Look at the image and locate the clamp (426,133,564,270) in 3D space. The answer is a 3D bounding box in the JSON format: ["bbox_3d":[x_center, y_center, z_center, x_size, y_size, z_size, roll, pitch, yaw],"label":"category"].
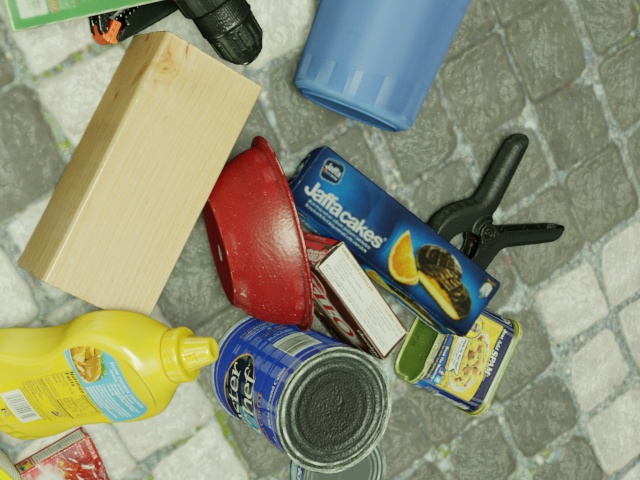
[{"bbox_3d":[0.152,-0.022,1.014,0.171,0.039,0.120,-28,108,-20],"label":"clamp"}]

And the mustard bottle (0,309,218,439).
[{"bbox_3d":[-0.165,0.097,0.797,0.192,0.058,0.096,-12,124,20],"label":"mustard bottle"}]

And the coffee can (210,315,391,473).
[{"bbox_3d":[-0.019,0.123,0.892,0.102,0.140,0.103,-5,100,-27],"label":"coffee can"}]

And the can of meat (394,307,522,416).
[{"bbox_3d":[0.129,0.104,1.013,0.083,0.058,0.102,28,84,-25],"label":"can of meat"}]

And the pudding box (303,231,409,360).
[{"bbox_3d":[0.015,0.046,0.927,0.039,0.090,0.113,-45,115,-15],"label":"pudding box"}]

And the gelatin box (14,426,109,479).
[{"bbox_3d":[-0.206,0.210,0.874,0.073,0.030,0.089,-28,109,-20],"label":"gelatin box"}]

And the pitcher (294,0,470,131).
[{"bbox_3d":[0.075,-0.218,0.904,0.149,0.145,0.243,21,92,-14],"label":"pitcher"}]

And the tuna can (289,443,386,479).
[{"bbox_3d":[0.016,0.211,0.984,0.086,0.034,0.086,-4,100,-26],"label":"tuna can"}]

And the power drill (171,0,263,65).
[{"bbox_3d":[-0.061,-0.252,0.805,0.187,0.057,0.184,-53,126,-29],"label":"power drill"}]

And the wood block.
[{"bbox_3d":[-0.142,-0.050,0.833,0.090,0.090,0.206,28,84,-28],"label":"wood block"}]

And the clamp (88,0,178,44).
[{"bbox_3d":[-0.118,-0.247,0.844,0.164,0.036,0.210,19,87,-29],"label":"clamp"}]

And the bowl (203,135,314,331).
[{"bbox_3d":[-0.056,0.001,0.850,0.055,0.162,0.162,-15,105,-13],"label":"bowl"}]
